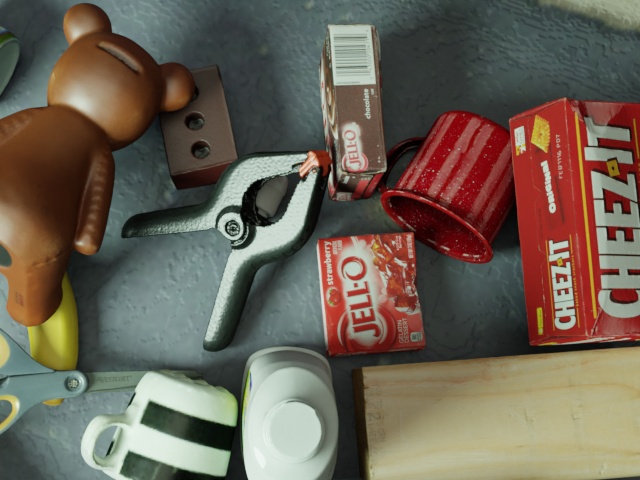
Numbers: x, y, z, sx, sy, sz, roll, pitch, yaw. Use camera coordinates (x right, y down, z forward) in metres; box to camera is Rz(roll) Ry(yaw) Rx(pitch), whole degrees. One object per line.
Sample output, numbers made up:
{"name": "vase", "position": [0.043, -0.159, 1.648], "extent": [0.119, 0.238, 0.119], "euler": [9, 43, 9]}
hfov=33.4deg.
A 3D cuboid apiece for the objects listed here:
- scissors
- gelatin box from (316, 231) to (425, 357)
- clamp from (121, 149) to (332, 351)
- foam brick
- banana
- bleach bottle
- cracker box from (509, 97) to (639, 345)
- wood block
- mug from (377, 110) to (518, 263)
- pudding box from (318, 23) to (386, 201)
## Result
{"name": "scissors", "position": [-0.188, 0.084, 0.754], "extent": [0.201, 0.016, 0.096], "euler": [-17, 92, -25]}
{"name": "gelatin box", "position": [0.037, 0.041, 0.800], "extent": [0.073, 0.030, 0.089], "euler": [-4, 80, -3]}
{"name": "clamp", "position": [-0.055, 0.001, 0.772], "extent": [0.172, 0.039, 0.120], "euler": [-30, 93, 24]}
{"name": "foam brick", "position": [-0.093, -0.083, 0.804], "extent": [0.053, 0.051, 0.078], "euler": [-13, 81, -4]}
{"name": "banana", "position": [-0.224, 0.023, 0.785], "extent": [0.069, 0.037, 0.198], "euler": [-33, 89, -15]}
{"name": "bleach bottle", "position": [-0.019, 0.110, 0.674], "extent": [0.068, 0.251, 0.102], "euler": [3, 80, -3]}
{"name": "cracker box", "position": [0.247, -0.011, 0.762], "extent": [0.213, 0.072, 0.164], "euler": [1, 80, -26]}
{"name": "wood block", "position": [0.130, 0.127, 0.759], "extent": [0.206, 0.091, 0.090], "euler": [-4, 81, -4]}
{"name": "mug", "position": [0.095, -0.045, 0.796], "extent": [0.117, 0.093, 0.081], "euler": [20, 72, 38]}
{"name": "pudding box", "position": [0.022, -0.092, 0.792], "extent": [0.039, 0.090, 0.113], "euler": [-1, 79, -6]}
